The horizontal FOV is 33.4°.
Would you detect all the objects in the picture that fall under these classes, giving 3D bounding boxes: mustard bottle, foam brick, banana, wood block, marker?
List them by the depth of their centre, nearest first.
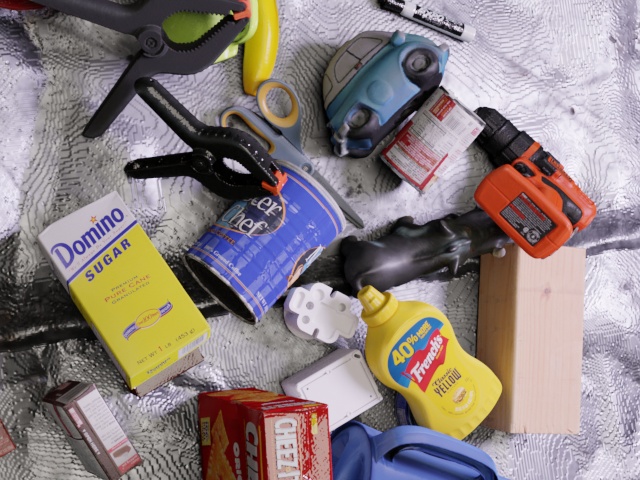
[{"bbox_3d":[-0.165,0.115,1.072,0.078,0.051,0.053,-31,98,-19],"label":"foam brick"},{"bbox_3d":[0.103,0.120,1.120,0.096,0.058,0.191,-44,108,-10],"label":"mustard bottle"},{"bbox_3d":[-0.081,-0.255,1.136,0.070,0.037,0.198,-21,92,9],"label":"banana"},{"bbox_3d":[0.235,0.110,1.202,0.090,0.090,0.206,5,85,-19],"label":"wood block"},{"bbox_3d":[0.121,-0.255,1.217,0.121,0.020,0.020,18,81,-19],"label":"marker"}]

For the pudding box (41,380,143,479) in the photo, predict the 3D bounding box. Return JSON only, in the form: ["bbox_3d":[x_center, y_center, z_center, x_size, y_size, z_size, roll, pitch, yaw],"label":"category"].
[{"bbox_3d":[-0.219,0.180,1.016,0.039,0.114,0.090,-35,100,-22],"label":"pudding box"}]

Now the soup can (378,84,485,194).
[{"bbox_3d":[0.122,-0.110,1.163,0.068,0.068,0.102,38,102,-15],"label":"soup can"}]

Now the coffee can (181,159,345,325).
[{"bbox_3d":[-0.057,0.001,1.092,0.102,0.103,0.140,47,73,-12],"label":"coffee can"}]

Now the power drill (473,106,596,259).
[{"bbox_3d":[0.221,-0.065,1.162,0.184,0.187,0.057,43,116,1],"label":"power drill"}]

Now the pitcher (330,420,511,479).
[{"bbox_3d":[0.121,0.278,1.124,0.242,0.149,0.145,20,80,-22],"label":"pitcher"}]

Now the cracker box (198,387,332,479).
[{"bbox_3d":[-0.056,0.231,1.020,0.072,0.214,0.164,-3,88,-21],"label":"cracker box"}]

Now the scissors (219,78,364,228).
[{"bbox_3d":[-0.013,-0.099,1.148,0.201,0.016,0.096,29,100,-17],"label":"scissors"}]

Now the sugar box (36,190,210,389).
[{"bbox_3d":[-0.192,0.045,1.036,0.093,0.048,0.176,-32,76,-19],"label":"sugar box"}]

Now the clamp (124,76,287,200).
[{"bbox_3d":[-0.115,-0.093,1.044,0.171,0.120,0.039,14,47,10],"label":"clamp"}]

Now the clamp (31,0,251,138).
[{"bbox_3d":[-0.171,-0.203,1.027,0.210,0.036,0.164,-21,122,8],"label":"clamp"}]

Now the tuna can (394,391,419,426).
[{"bbox_3d":[0.128,0.186,1.187,0.086,0.034,0.086,1,86,-20],"label":"tuna can"}]
